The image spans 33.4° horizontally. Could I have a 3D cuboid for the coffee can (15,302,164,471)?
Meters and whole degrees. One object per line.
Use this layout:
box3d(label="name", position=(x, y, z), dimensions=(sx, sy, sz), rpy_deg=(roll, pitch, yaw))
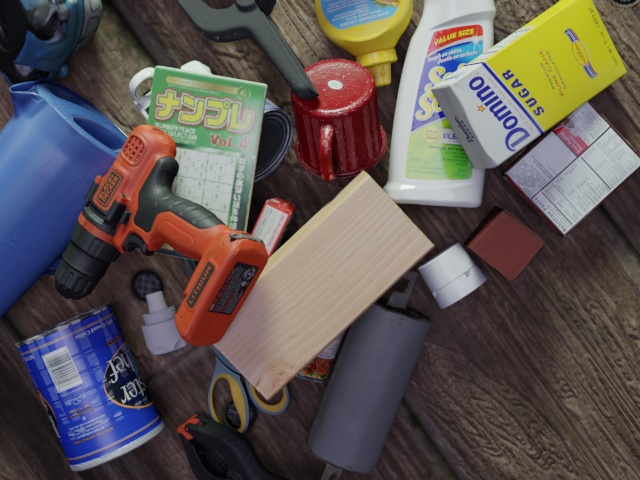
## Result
box3d(label="coffee can", position=(-0.232, 0.147, 1.080), dimensions=(0.103, 0.103, 0.140), rpy_deg=(-23, 93, 5))

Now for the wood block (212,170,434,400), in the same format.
box3d(label="wood block", position=(-0.003, 0.039, 0.993), dimensions=(0.206, 0.090, 0.091), rpy_deg=(-43, 95, 4))

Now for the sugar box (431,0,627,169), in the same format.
box3d(label="sugar box", position=(0.201, -0.152, 1.018), dimensions=(0.176, 0.048, 0.093), rpy_deg=(-37, 105, -18))

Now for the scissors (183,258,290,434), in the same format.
box3d(label="scissors", position=(-0.086, 0.105, 1.111), dimensions=(0.096, 0.016, 0.202), rpy_deg=(-5, 95, 2))

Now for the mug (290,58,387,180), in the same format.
box3d(label="mug", position=(0.013, -0.111, 1.024), dimensions=(0.093, 0.081, 0.117), rpy_deg=(5, 52, 13))

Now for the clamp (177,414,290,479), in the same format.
box3d(label="clamp", position=(-0.073, 0.243, 1.093), dimensions=(0.120, 0.039, 0.171), rpy_deg=(-40, 89, 29))

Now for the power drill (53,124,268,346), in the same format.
box3d(label="power drill", position=(-0.149, 0.012, 0.959), dimensions=(0.188, 0.057, 0.184), rpy_deg=(38, 104, 29))

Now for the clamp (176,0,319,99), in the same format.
box3d(label="clamp", position=(-0.054, -0.238, 1.028), dimensions=(0.210, 0.036, 0.164), rpy_deg=(25, 86, 29))

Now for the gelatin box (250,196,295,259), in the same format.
box3d(label="gelatin box", position=(-0.057, 0.001, 1.071), dimensions=(0.030, 0.073, 0.089), rpy_deg=(25, 96, 1))

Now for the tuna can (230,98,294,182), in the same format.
box3d(label="tuna can", position=(-0.069, -0.100, 1.055), dimensions=(0.034, 0.086, 0.086), rpy_deg=(41, 97, 31))

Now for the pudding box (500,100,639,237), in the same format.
box3d(label="pudding box", position=(0.251, -0.073, 1.063), dimensions=(0.113, 0.039, 0.090), rpy_deg=(-43, 92, 8))

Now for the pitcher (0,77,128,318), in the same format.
box3d(label="pitcher", position=(-0.289, -0.026, 1.065), dimensions=(0.149, 0.145, 0.243), rpy_deg=(44, 100, 11))

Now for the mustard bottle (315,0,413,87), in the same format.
box3d(label="mustard bottle", position=(0.040, -0.246, 1.049), dimensions=(0.096, 0.058, 0.191), rpy_deg=(-12, 94, 12))

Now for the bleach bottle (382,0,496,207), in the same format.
box3d(label="bleach bottle", position=(0.118, -0.160, 1.051), dimensions=(0.102, 0.068, 0.251), rpy_deg=(3, 93, -1))

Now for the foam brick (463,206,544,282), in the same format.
box3d(label="foam brick", position=(0.180, 0.003, 1.054), dimensions=(0.053, 0.078, 0.051), rpy_deg=(40, 95, -1))
